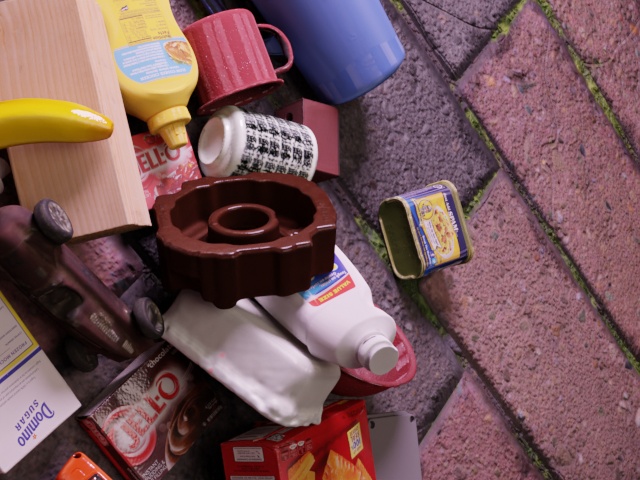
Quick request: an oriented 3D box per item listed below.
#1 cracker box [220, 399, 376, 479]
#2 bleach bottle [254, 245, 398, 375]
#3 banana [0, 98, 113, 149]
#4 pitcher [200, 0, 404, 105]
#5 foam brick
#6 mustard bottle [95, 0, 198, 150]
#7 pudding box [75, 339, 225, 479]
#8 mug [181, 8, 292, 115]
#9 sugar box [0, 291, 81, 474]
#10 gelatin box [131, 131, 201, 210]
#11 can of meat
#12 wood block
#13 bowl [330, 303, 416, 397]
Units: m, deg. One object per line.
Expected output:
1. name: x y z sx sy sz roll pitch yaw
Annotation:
1. cracker box: -0.006 0.274 1.021 0.163 0.072 0.214 -12 94 -57
2. bleach bottle: 0.002 0.049 0.993 0.102 0.251 0.068 -14 120 -24
3. banana: -0.268 -0.075 0.865 0.198 0.037 0.069 -26 105 0
4. pitcher: -0.021 -0.263 1.134 0.242 0.149 0.144 57 37 -20
5. foam brick: -0.015 -0.104 1.144 0.051 0.053 0.078 9 74 -38
6. mustard bottle: -0.169 -0.176 1.009 0.096 0.058 0.191 -19 85 -37
7. pudding box: -0.155 0.158 0.981 0.113 0.039 0.090 -47 110 -36
8. mug: -0.083 -0.184 1.075 0.117 0.093 0.081 -20 89 -20
9. sugar box: -0.286 0.097 0.882 0.093 0.048 0.176 -42 111 -40
10. gelatin box: -0.161 -0.068 1.029 0.089 0.030 0.073 -21 94 -41
11. can of meat: 0.120 -0.011 1.234 0.083 0.058 0.102 -17 91 -38
12. wood block: -0.221 -0.103 0.927 0.091 0.090 0.206 -14 89 3
13. bowl: 0.017 0.108 1.094 0.162 0.055 0.162 28 25 -15
